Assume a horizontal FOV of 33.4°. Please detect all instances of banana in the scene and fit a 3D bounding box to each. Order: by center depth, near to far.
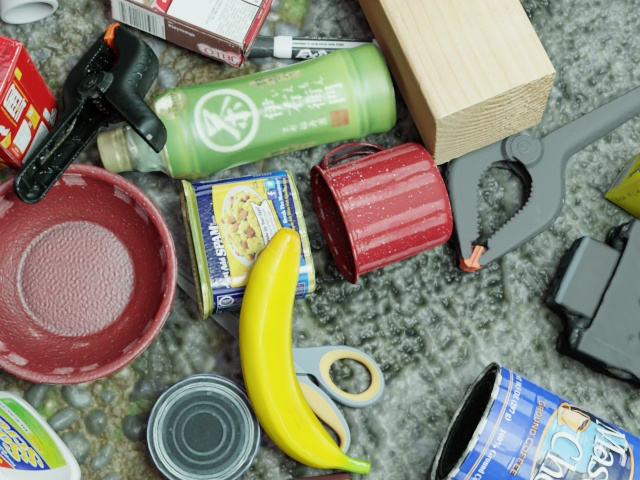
[{"bbox_3d":[-0.023,0.088,0.765,0.069,0.037,0.198,-19,108,-5],"label":"banana"}]

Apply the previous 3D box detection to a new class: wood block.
[{"bbox_3d":[0.084,-0.175,0.791,0.090,0.091,0.206,-22,73,-2],"label":"wood block"}]

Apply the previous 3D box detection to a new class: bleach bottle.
[{"bbox_3d":[-0.221,0.146,0.677,0.068,0.251,0.102,-40,87,-7],"label":"bleach bottle"}]

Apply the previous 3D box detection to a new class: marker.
[{"bbox_3d":[-0.005,-0.151,0.842,0.121,0.020,0.020,2,83,-3],"label":"marker"}]

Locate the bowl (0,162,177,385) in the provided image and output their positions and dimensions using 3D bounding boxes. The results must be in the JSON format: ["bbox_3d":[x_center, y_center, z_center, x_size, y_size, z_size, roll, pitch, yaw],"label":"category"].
[{"bbox_3d":[-0.185,0.026,0.792,0.162,0.055,0.162,0,83,-3],"label":"bowl"}]

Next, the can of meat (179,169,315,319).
[{"bbox_3d":[-0.055,0.001,0.795,0.084,0.057,0.102,-9,76,-11],"label":"can of meat"}]

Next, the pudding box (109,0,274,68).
[{"bbox_3d":[-0.093,-0.195,0.822,0.113,0.039,0.090,23,68,2],"label":"pudding box"}]

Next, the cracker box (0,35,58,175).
[{"bbox_3d":[-0.303,-0.125,0.750,0.213,0.164,0.072,22,81,-1],"label":"cracker box"}]

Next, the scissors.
[{"bbox_3d":[-0.029,0.073,0.816,0.096,0.016,0.202,-33,86,-8],"label":"scissors"}]

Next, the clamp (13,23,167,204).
[{"bbox_3d":[-0.165,-0.095,0.776,0.120,0.171,0.039,-21,127,9],"label":"clamp"}]

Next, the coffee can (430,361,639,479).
[{"bbox_3d":[0.165,0.165,0.771,0.140,0.103,0.103,28,82,1],"label":"coffee can"}]

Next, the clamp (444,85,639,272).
[{"bbox_3d":[0.148,-0.077,0.833,0.164,0.036,0.210,31,82,6],"label":"clamp"}]

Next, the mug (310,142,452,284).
[{"bbox_3d":[0.042,-0.032,0.803,0.081,0.093,0.117,-19,48,-10],"label":"mug"}]

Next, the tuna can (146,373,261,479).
[{"bbox_3d":[-0.086,0.142,0.795,0.086,0.034,0.086,0,83,-3],"label":"tuna can"}]
